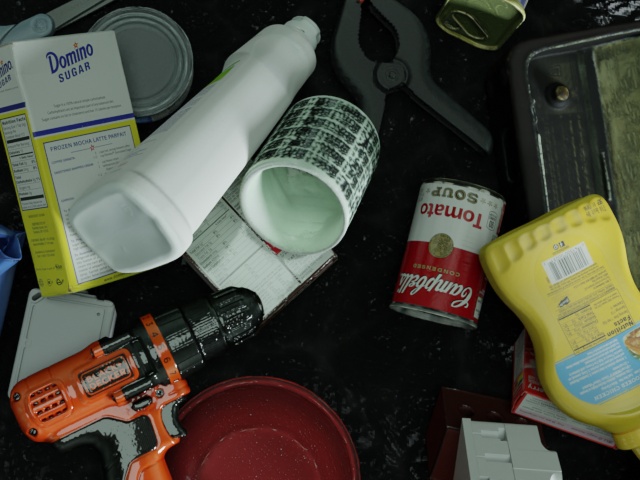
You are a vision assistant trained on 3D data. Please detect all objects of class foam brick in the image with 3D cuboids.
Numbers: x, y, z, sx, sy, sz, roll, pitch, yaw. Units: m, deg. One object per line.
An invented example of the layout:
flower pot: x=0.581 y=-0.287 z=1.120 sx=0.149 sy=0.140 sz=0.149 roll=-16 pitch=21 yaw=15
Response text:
foam brick: x=0.123 y=0.152 z=0.800 sx=0.078 sy=0.053 sz=0.051 roll=13 pitch=116 yaw=-4

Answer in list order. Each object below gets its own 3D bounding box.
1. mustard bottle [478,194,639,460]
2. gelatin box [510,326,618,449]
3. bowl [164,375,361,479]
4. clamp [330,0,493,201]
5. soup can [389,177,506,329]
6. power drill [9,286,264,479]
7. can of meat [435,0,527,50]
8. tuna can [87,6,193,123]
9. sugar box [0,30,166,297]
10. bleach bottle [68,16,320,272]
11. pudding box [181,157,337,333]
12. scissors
mustard bottle: x=0.195 y=0.071 z=0.751 sx=0.096 sy=0.058 sz=0.191 roll=-26 pitch=88 yaw=-4
gelatin box: x=0.191 y=0.110 z=0.811 sx=0.089 sy=0.030 sz=0.073 roll=19 pitch=40 yaw=-3
bowl: x=-0.047 y=0.182 z=0.790 sx=0.162 sy=0.055 sz=0.162 roll=0 pitch=85 yaw=-5
clamp: x=0.048 y=-0.118 z=0.838 sx=0.120 sy=0.039 sz=0.171 roll=-28 pitch=88 yaw=-10
soup can: x=0.098 y=0.010 z=0.813 sx=0.068 sy=0.068 sz=0.102 roll=15 pitch=83 yaw=-4
power drill: x=-0.094 y=0.142 z=0.734 sx=0.184 sy=0.057 sz=0.187 roll=-25 pitch=86 yaw=-10
can of meat: x=0.137 y=-0.206 z=0.822 sx=0.057 sy=0.102 sz=0.084 roll=25 pitch=81 yaw=-2
tuna can: x=-0.141 y=-0.134 z=0.824 sx=0.086 sy=0.034 sz=0.086 roll=0 pitch=84 yaw=-5
sugar box: x=-0.173 y=-0.056 z=0.761 sx=0.093 sy=0.048 sz=0.176 roll=-20 pitch=98 yaw=-49
bleach bottle: x=-0.069 y=-0.085 z=0.763 sx=0.068 sy=0.103 sz=0.250 roll=50 pitch=53 yaw=-17
pudding box: x=-0.055 y=0.001 z=0.816 sx=0.090 sy=0.039 sz=0.113 roll=-42 pitch=87 yaw=-7
scissors: x=-0.219 y=-0.145 z=0.827 sx=0.201 sy=0.016 sz=0.096 roll=-13 pitch=87 yaw=-6
